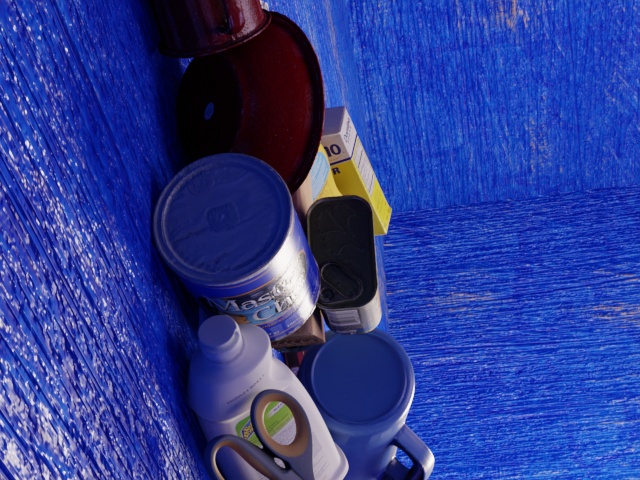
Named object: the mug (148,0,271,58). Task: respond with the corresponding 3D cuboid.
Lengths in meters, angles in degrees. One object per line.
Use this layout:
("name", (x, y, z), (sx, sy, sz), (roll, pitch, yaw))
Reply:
("mug", (-0.088, -0.191, 0.806), (0.117, 0.093, 0.081), (47, -23, 56))

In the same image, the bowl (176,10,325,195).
("bowl", (-0.068, -0.105, 0.855), (0.055, 0.162, 0.162), (-3, 85, -40))

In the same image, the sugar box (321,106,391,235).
("sugar box", (0.010, -0.072, 1.199), (0.176, 0.093, 0.048), (59, 35, -48))

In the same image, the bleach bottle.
("bleach bottle", (-0.046, 0.139, 0.861), (0.102, 0.068, 0.251), (-42, 144, -22))

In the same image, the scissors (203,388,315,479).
("scissors", (0.002, 0.184, 0.802), (0.201, 0.016, 0.096), (33, 66, -25))

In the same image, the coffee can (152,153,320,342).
("coffee can", (-0.060, 0.010, 0.820), (0.140, 0.103, 0.103), (69, 16, -65))

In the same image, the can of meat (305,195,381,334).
("can of meat", (0.022, 0.024, 0.926), (0.084, 0.057, 0.102), (73, 13, -67))

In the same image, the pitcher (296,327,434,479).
("pitcher", (0.035, 0.177, 1.076), (0.243, 0.149, 0.145), (99, -18, -66))
